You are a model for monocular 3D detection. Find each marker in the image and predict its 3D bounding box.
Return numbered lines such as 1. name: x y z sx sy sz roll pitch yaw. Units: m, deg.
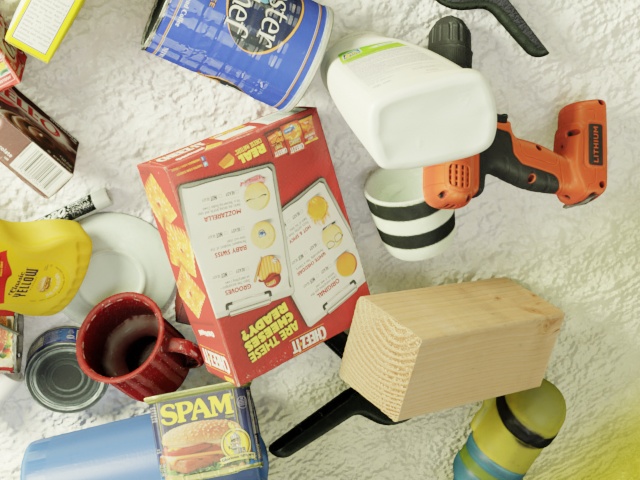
1. marker: -0.256 -0.018 1.023 0.121 0.020 0.020 -25 115 2

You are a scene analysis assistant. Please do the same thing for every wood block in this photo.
1. wood block: 0.131 0.101 1.051 0.205 0.090 0.091 -6 118 -39

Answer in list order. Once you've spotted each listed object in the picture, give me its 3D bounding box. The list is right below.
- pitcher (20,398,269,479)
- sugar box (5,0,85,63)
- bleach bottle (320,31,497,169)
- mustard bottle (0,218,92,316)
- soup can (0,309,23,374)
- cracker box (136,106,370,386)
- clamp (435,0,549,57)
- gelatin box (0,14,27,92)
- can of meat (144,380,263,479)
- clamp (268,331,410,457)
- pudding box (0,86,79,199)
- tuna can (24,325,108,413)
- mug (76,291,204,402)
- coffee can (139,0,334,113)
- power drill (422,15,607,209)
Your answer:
1. pitcher: -0.173 0.247 1.098 0.243 0.145 0.149 -10 82 -1
2. sugar box: -0.201 -0.242 0.893 0.048 0.093 0.176 30 106 -21
3. bleach bottle: 0.060 -0.133 0.895 0.102 0.251 0.068 -13 114 -5
4. mustard bottle: -0.302 0.021 0.951 0.191 0.058 0.096 6 124 -49
5. soup can: -0.343 0.095 1.032 0.102 0.068 0.068 1 113 -9
6. cracker box: -0.056 0.001 0.991 0.164 0.072 0.213 -26 109 -27
7. clamp: 0.156 -0.235 0.983 0.171 0.039 0.120 7 108 -5
8. gelatin box: -0.283 -0.172 0.912 0.030 0.089 0.073 -27 115 1
9. can of meat: -0.108 0.181 1.007 0.102 0.057 0.084 -11 81 2
10. clamp: 0.045 0.137 1.117 0.209 0.036 0.164 -3 99 -21
11. pudding box: -0.269 -0.098 0.947 0.039 0.090 0.113 -40 114 11
12. tuna can: -0.256 0.132 1.081 0.086 0.034 0.086 -3 114 -8
13. mug: -0.167 0.108 1.039 0.117 0.093 0.081 -2 153 20
14. coffee can: -0.073 -0.185 0.932 0.140 0.103 0.103 22 108 -17
15. power drill: 0.179 -0.111 1.007 0.187 0.057 0.184 7 78 -20
